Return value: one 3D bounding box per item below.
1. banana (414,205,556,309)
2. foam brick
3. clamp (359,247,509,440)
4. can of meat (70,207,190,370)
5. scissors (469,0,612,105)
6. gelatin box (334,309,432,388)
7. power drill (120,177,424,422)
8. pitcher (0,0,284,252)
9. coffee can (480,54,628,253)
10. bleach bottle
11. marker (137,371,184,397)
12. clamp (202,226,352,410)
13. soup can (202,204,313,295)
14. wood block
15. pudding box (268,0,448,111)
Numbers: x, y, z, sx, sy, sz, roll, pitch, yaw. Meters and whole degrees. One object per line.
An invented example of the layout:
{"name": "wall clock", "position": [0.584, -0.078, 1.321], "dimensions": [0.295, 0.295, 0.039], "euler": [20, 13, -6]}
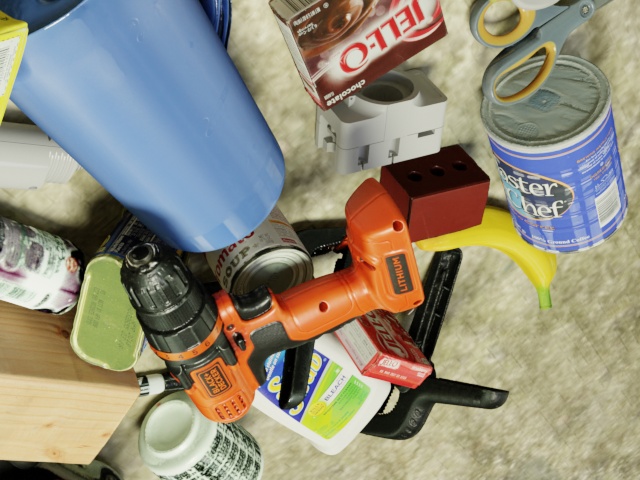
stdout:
{"name": "banana", "position": [0.161, 0.003, 0.970], "dimensions": [0.197, 0.069, 0.037], "euler": [24, 155, -37]}
{"name": "foam brick", "position": [0.094, -0.039, 0.894], "dimensions": [0.078, 0.053, 0.051], "euler": [-15, 134, -22]}
{"name": "clamp", "position": [0.093, 0.130, 0.985], "dimensions": [0.036, 0.164, 0.210], "euler": [12, 130, -29]}
{"name": "can of meat", "position": [-0.137, 0.033, 0.777], "dimensions": [0.057, 0.084, 0.102], "euler": [20, 123, 1]}
{"name": "scissors", "position": [0.191, -0.192, 0.840], "dimensions": [0.201, 0.016, 0.096], "euler": [-47, 117, -9]}
{"name": "gelatin box", "position": [0.050, 0.088, 0.952], "dimensions": [0.073, 0.089, 0.030], "euler": [21, 113, -42]}
{"name": "power drill", "position": [-0.029, 0.032, 0.724], "dimensions": [0.187, 0.057, 0.184], "euler": [-26, 141, -5]}
{"name": "pitcher", "position": [-0.109, -0.105, 0.663], "dimensions": [0.149, 0.145, 0.242], "euler": [-26, 142, 7]}
{"name": "coffee can", "position": [0.198, -0.070, 0.894], "dimensions": [0.103, 0.103, 0.140], "euler": [-32, 138, -4]}
{"name": "bleach bottle", "position": [-0.046, 0.104, 0.927], "dimensions": [0.102, 0.068, 0.250], "euler": [-49, 134, 6]}
{"name": "marker", "position": [-0.165, 0.126, 0.903], "dimensions": [0.120, 0.020, 0.020], "euler": [-7, 131, -27]}
{"name": "clamp", "position": [-0.028, 0.039, 0.857], "dimensions": [0.120, 0.171, 0.039], "euler": [43, 141, -12]}
{"name": "soup can", "position": [-0.055, 0.001, 0.798], "dimensions": [0.068, 0.102, 0.068], "euler": [-17, 135, -18]}
{"name": "wood block", "position": [-0.247, 0.094, 0.764], "dimensions": [0.205, 0.091, 0.090], "euler": [14, 125, -39]}
{"name": "pudding box", "position": [0.029, -0.158, 0.755], "dimensions": [0.113, 0.039, 0.090], "euler": [-31, 138, -4]}
